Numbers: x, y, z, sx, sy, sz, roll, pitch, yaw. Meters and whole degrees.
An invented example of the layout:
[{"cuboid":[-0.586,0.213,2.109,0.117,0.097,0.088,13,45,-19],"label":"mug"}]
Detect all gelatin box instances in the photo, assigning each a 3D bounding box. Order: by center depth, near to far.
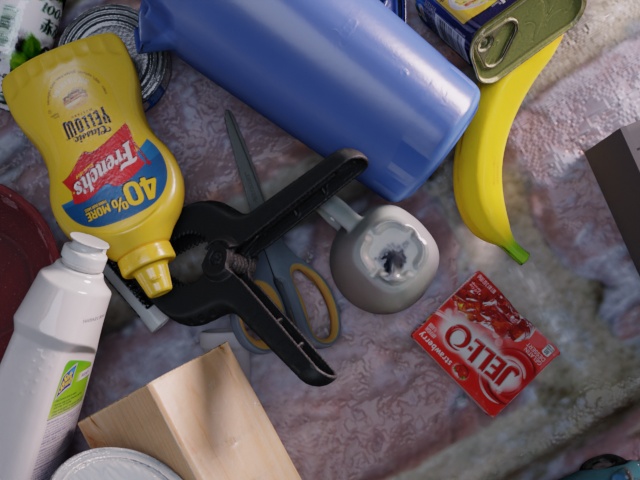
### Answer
[{"cuboid":[0.125,0.079,0.815,0.073,0.030,0.089,-44,86,-2],"label":"gelatin box"}]

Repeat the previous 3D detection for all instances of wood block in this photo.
[{"cuboid":[-0.071,0.191,0.762,0.091,0.090,0.206,-31,86,38],"label":"wood block"}]

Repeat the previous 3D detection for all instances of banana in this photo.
[{"cuboid":[0.141,-0.083,0.827,0.069,0.037,0.198,11,87,-17],"label":"banana"}]

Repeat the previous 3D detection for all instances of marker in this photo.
[{"cuboid":[-0.163,0.021,0.830,0.020,0.020,0.121,-41,86,-2],"label":"marker"}]

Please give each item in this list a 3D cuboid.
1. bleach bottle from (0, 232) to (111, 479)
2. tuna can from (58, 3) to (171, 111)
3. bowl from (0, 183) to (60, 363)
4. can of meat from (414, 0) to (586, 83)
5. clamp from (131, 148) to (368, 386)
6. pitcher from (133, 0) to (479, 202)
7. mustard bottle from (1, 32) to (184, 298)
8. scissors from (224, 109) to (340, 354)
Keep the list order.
[{"cuboid":[-0.200,0.113,0.755,0.068,0.102,0.251,22,100,5],"label":"bleach bottle"},{"cuboid":[-0.160,-0.139,0.835,0.086,0.034,0.086,0,86,1],"label":"tuna can"},{"cuboid":[-0.270,0.033,0.813,0.162,0.055,0.162,0,85,1],"label":"bowl"},{"cuboid":[0.133,-0.181,0.806,0.102,0.057,0.084,-36,53,-3],"label":"can of meat"},{"cuboid":[-0.061,0.026,0.766,0.210,0.036,0.164,-8,69,32],"label":"clamp"},{"cuboid":[-0.001,-0.147,0.785,0.243,0.145,0.149,37,113,-4],"label":"pitcher"},{"cuboid":[-0.153,-0.048,0.774,0.096,0.058,0.191,-24,82,-6],"label":"mustard bottle"},{"cuboid":[-0.055,0.001,0.815,0.096,0.016,0.202,-29,86,-32],"label":"scissors"}]
